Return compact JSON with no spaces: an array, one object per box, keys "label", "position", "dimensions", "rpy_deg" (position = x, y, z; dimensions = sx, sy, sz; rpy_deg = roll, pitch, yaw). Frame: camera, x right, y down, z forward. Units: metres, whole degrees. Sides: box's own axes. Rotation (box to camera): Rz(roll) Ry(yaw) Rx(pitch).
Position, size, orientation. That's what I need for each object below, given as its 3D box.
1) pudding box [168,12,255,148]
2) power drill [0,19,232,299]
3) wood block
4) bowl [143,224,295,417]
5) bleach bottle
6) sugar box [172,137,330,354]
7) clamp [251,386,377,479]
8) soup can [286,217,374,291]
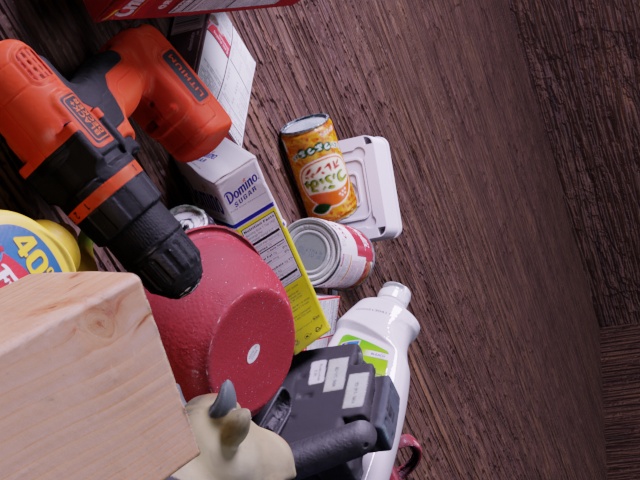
[{"label":"pudding box","position":[-0.094,-0.139,0.903],"dimensions":[0.090,0.039,0.113],"rpy_deg":[58,31,-47]},{"label":"power drill","position":[-0.120,-0.063,0.691],"dimensions":[0.184,0.057,0.187],"rpy_deg":[51,22,-8]},{"label":"wood block","position":[-0.160,0.094,0.416],"dimensions":[0.205,0.090,0.091],"rpy_deg":[-31,111,-42]},{"label":"bowl","position":[-0.067,0.072,0.755],"dimensions":[0.161,0.055,0.162],"rpy_deg":[-17,112,-49]},{"label":"bleach bottle","position":[0.040,0.141,0.962],"dimensions":[0.068,0.103,0.250],"rpy_deg":[80,27,-48]},{"label":"sugar box","position":[-0.056,0.001,0.866],"dimensions":[0.093,0.048,0.176],"rpy_deg":[35,-24,55]},{"label":"clamp","position":[-0.044,0.164,0.752],"dimensions":[0.171,0.120,0.039],"rpy_deg":[-39,113,-35]},{"label":"soup can","position":[0.006,0.015,1.052],"dimensions":[0.102,0.069,0.068],"rpy_deg":[12,69,-68]}]
